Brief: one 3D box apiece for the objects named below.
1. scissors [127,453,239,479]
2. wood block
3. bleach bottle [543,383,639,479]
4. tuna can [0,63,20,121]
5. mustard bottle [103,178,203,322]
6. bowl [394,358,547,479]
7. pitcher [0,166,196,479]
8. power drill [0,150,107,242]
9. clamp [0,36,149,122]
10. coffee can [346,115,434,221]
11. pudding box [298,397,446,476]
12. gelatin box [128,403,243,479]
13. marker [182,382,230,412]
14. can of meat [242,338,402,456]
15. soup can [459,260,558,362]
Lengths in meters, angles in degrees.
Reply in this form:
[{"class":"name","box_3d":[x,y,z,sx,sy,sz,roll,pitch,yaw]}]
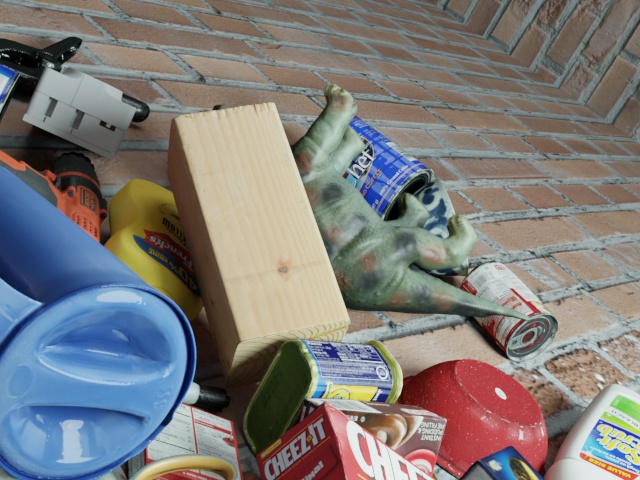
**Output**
[{"class":"scissors","box_3d":[-0.127,0.169,0.600,0.201,0.016,0.096,-12,41,-34]},{"class":"wood block","box_3d":[-0.056,0.001,0.862,0.090,0.090,0.206,-10,62,-16]},{"class":"bleach bottle","box_3d":[0.268,0.216,0.983,0.103,0.068,0.250,35,25,14]},{"class":"tuna can","box_3d":[-0.309,-0.124,0.982,0.033,0.086,0.086,25,23,-15]},{"class":"mustard bottle","box_3d":[-0.140,0.024,0.900,0.096,0.058,0.191,44,17,-24]},{"class":"bowl","box_3d":[0.148,0.158,0.971,0.162,0.055,0.162,25,23,-12]},{"class":"pitcher","box_3d":[-0.199,0.031,0.684,0.144,0.149,0.243,-9,30,-36]},{"class":"power drill","box_3d":[-0.262,-0.067,0.899,0.187,0.057,0.184,36,14,-27]},{"class":"clamp","box_3d":[-0.311,-0.195,1.196,0.209,0.036,0.165,4,34,-46]},{"class":"coffee can","box_3d":[0.053,-0.085,1.312,0.140,0.103,0.102,38,24,21]},{"class":"pudding box","box_3d":[0.031,0.162,0.768,0.113,0.090,0.039,12,4,-34]},{"class":"gelatin box","box_3d":[-0.094,0.147,0.729,0.073,0.030,0.089,23,19,-21]},{"class":"marker","box_3d":[-0.123,0.108,0.797,0.121,0.020,0.020,18,25,-26]},{"class":"can of meat","box_3d":[0.000,0.123,0.807,0.083,0.102,0.057,9,30,-37]},{"class":"soup can","box_3d":[0.209,0.078,1.196,0.068,0.069,0.102,11,28,-38]}]
